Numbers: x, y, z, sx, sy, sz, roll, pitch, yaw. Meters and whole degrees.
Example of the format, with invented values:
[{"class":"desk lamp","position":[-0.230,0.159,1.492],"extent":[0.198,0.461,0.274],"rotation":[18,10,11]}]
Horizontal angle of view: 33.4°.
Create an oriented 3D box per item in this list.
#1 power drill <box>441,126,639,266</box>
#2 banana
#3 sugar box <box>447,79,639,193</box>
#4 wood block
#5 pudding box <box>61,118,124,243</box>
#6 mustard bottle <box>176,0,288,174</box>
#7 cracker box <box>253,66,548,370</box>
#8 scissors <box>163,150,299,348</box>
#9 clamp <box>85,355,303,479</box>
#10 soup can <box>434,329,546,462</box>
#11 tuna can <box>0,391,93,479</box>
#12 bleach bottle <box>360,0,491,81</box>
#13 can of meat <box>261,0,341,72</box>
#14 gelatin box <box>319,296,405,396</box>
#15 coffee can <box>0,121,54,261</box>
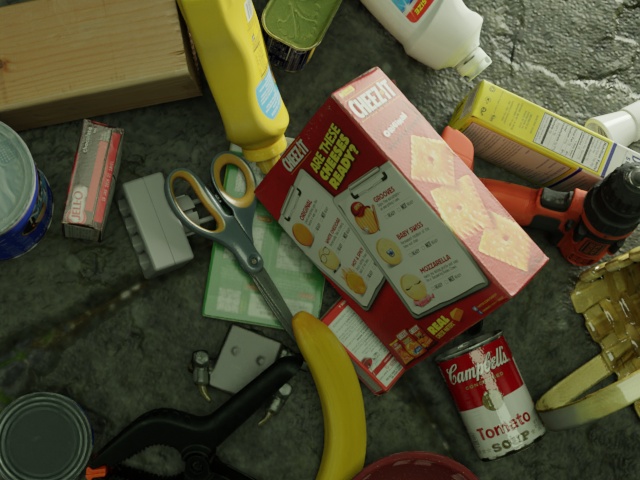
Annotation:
[{"class":"power drill","position":[0.189,-0.041,0.949],"extent":[0.187,0.184,0.057],"rotation":[19,70,4]},{"class":"banana","position":[0.009,0.157,0.945],"extent":[0.069,0.037,0.198],"rotation":[-6,100,-34]},{"class":"sugar box","position":[0.210,-0.084,0.994],"extent":[0.176,0.093,0.048],"rotation":[22,80,-5]},{"class":"wood block","position":[-0.216,-0.159,0.931],"extent":[0.206,0.090,0.091],"rotation":[-11,85,1]},{"class":"pudding box","position":[-0.198,-0.048,0.924],"extent":[0.039,0.114,0.090],"rotation":[13,81,-9]},{"class":"mustard bottle","position":[-0.069,-0.143,0.933],"extent":[0.058,0.096,0.191],"rotation":[-11,121,11]},{"class":"cracker box","position":[0.063,-0.015,0.906],"extent":[0.214,0.164,0.072],"rotation":[50,51,4]},{"class":"scissors","position":[-0.056,0.001,0.967],"extent":[0.201,0.016,0.096],"rotation":[45,60,-12]},{"class":"clamp","position":[-0.096,0.197,0.925],"extent":[0.210,0.036,0.164],"rotation":[-14,100,8]},{"class":"soup can","position":[0.154,0.141,0.970],"extent":[0.068,0.068,0.102],"rotation":[-23,87,-10]},{"class":"tuna can","position":[-0.241,0.175,0.930],"extent":[0.086,0.034,0.086],"rotation":[1,83,-7]},{"class":"bleach bottle","position":[0.077,-0.261,1.015],"extent":[0.102,0.068,0.251],"rotation":[-41,91,-7]},{"class":"can of meat","position":[-0.015,-0.213,0.984],"extent":[0.057,0.084,0.102],"rotation":[27,80,-3]},{"class":"gelatin box","position":[0.048,0.085,0.977],"extent":[0.089,0.030,0.073],"rotation":[44,67,-1]},{"class":"coffee can","position":[-0.284,-0.040,0.898],"extent":[0.102,0.140,0.103],"rotation":[1,83,-8]}]
